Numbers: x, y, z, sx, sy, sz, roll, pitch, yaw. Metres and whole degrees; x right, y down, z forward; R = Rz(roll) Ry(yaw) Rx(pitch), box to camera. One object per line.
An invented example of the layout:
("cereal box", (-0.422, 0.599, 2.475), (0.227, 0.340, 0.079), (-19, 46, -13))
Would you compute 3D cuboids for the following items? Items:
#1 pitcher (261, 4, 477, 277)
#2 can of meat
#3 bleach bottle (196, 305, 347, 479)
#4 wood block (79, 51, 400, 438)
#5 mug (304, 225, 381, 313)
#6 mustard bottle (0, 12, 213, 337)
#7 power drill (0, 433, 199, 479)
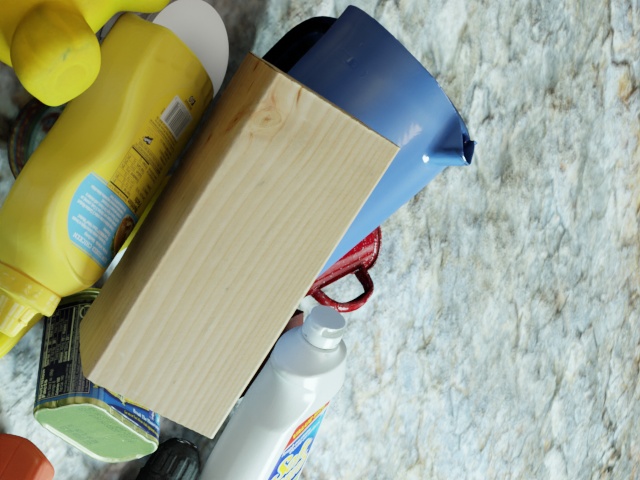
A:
("pitcher", (-0.023, -0.045, 0.763), (0.243, 0.149, 0.145), (-43, 102, 3))
("can of meat", (-0.148, 0.094, 0.727), (0.102, 0.057, 0.084), (51, 30, -50))
("bleach bottle", (-0.043, 0.159, 0.850), (0.102, 0.068, 0.251), (-22, 143, -52))
("wood block", (-0.055, 0.000, 0.647), (0.090, 0.090, 0.206), (30, 98, -20))
("mug", (-0.004, 0.009, 0.866), (0.081, 0.117, 0.093), (-27, 167, -37))
("mustard bottle", (-0.135, -0.030, 0.621), (0.191, 0.058, 0.096), (-61, 163, -12))
("power drill", (-0.176, 0.206, 0.776), (0.184, 0.057, 0.187), (-63, 143, -16))
